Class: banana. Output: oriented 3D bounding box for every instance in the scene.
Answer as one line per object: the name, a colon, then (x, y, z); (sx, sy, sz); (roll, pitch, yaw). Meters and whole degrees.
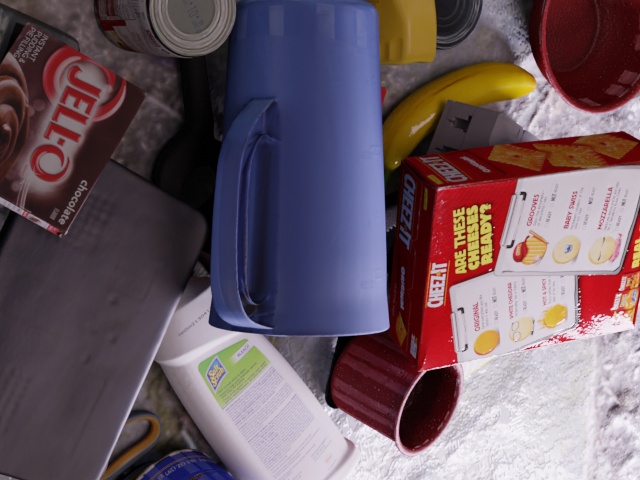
banana: (0.117, -0.119, 0.956); (0.197, 0.037, 0.069); (-33, 146, -18)

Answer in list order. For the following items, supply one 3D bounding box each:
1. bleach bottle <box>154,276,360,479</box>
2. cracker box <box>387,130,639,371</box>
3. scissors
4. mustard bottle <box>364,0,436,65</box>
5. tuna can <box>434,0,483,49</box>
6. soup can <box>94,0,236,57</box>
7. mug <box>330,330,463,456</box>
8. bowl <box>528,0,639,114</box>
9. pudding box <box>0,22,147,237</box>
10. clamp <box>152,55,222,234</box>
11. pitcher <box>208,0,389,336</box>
bleach bottle: (-0.065, 0.115, 0.880); (0.102, 0.068, 0.250); (-44, 117, -30)
cracker box: (0.166, 0.005, 0.874); (0.213, 0.072, 0.164); (-8, 118, -21)
scissors: (-0.193, 0.223, 0.853); (0.201, 0.016, 0.096); (-47, 121, -14)
mustard bottle: (0.053, -0.238, 0.849); (0.058, 0.096, 0.192); (-9, 106, -30)
tuna can: (0.099, -0.208, 0.922); (0.086, 0.034, 0.086); (-8, 105, -30)
soup can: (-0.112, -0.166, 0.760); (0.068, 0.102, 0.068); (-8, 105, -30)
mug: (0.070, 0.126, 0.925); (0.117, 0.082, 0.093); (11, 101, -52)
bowl: (0.249, -0.202, 1.004); (0.161, 0.055, 0.162); (-8, 105, -30)
pudding box: (-0.181, -0.072, 0.703); (0.090, 0.039, 0.113); (30, 78, -13)
clamp: (-0.088, -0.078, 0.833); (0.120, 0.039, 0.171); (32, 88, -16)
pitcher: (-0.018, -0.051, 0.768); (0.144, 0.149, 0.243); (0, 93, -16)
